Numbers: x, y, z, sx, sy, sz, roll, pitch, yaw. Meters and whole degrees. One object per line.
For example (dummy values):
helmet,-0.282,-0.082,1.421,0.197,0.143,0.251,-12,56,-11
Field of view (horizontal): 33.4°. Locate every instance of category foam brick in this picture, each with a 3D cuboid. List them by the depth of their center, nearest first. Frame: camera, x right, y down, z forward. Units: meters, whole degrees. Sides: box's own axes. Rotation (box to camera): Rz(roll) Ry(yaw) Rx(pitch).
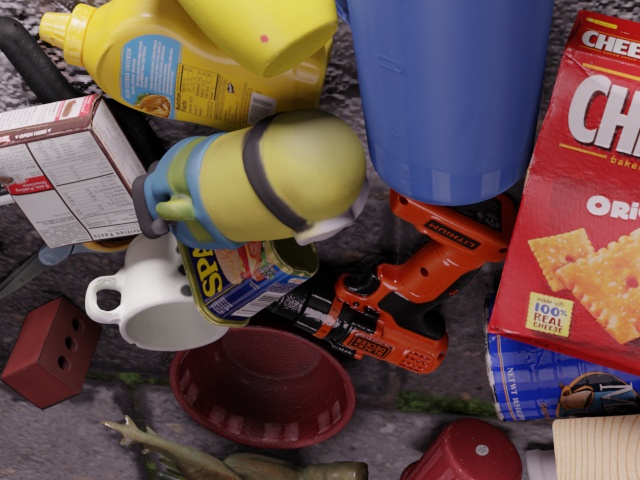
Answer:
foam brick,-0.235,0.099,0.934,0.051,0.078,0.053,-26,126,29

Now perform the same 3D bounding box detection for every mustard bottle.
mustard bottle,-0.093,-0.120,0.715,0.191,0.058,0.096,14,148,-2

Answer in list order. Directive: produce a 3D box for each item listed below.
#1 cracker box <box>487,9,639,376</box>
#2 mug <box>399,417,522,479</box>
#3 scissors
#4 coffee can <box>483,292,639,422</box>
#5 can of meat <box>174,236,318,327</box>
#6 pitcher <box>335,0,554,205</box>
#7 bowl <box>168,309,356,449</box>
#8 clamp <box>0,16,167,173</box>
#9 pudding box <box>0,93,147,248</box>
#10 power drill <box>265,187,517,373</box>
cracker box,0.208,-0.015,0.663,0.164,0.072,0.214,17,127,12
mug,0.139,0.221,0.965,0.117,0.093,0.082,32,128,4
scissors,-0.227,-0.005,0.878,0.202,0.016,0.096,-17,126,24
coffee can,0.204,0.083,0.818,0.140,0.102,0.103,-7,131,17
can of meat,-0.055,0.001,0.794,0.084,0.102,0.057,-34,153,31
pitcher,0.067,-0.144,0.628,0.145,0.149,0.243,-9,135,-2
bowl,-0.047,0.111,0.924,0.162,0.055,0.162,6,133,6
clamp,-0.192,-0.080,0.786,0.171,0.039,0.120,36,134,-23
pudding box,-0.176,-0.047,0.764,0.090,0.039,0.113,-9,139,14
power drill,0.048,0.018,0.820,0.184,0.057,0.188,22,136,-15
